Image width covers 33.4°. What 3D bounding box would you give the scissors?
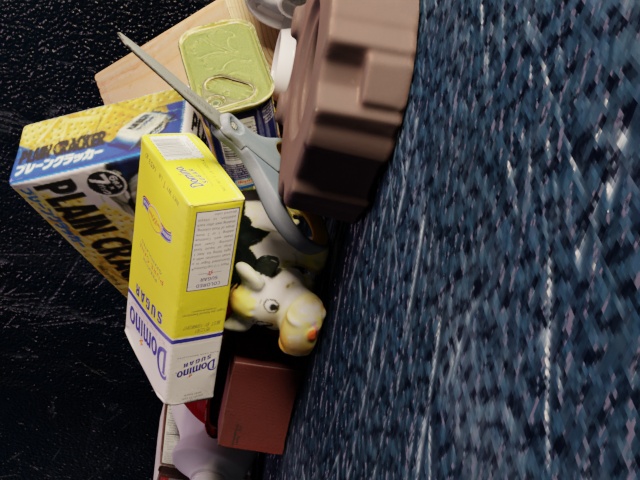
[{"bbox_3d":[-0.052,-0.053,0.688,0.016,0.201,0.096,-30,53,28],"label":"scissors"}]

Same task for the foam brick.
[{"bbox_3d":[-0.047,0.115,0.815,0.051,0.053,0.078,-98,20,-65],"label":"foam brick"}]

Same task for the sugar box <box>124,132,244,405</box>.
[{"bbox_3d":[-0.101,0.022,0.752,0.093,0.048,0.176,51,138,45],"label":"sugar box"}]

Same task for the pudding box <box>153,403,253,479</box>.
[{"bbox_3d":[-0.109,0.195,1.008,0.113,0.090,0.039,-97,19,-63],"label":"pudding box"}]

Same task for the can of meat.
[{"bbox_3d":[-0.063,-0.097,0.780,0.084,0.057,0.102,81,172,-47],"label":"can of meat"}]

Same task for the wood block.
[{"bbox_3d":[-0.098,-0.142,0.938,0.207,0.090,0.090,-16,93,47],"label":"wood block"}]

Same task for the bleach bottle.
[{"bbox_3d":[-0.101,0.128,0.988,0.250,0.102,0.068,-88,17,-45],"label":"bleach bottle"}]
